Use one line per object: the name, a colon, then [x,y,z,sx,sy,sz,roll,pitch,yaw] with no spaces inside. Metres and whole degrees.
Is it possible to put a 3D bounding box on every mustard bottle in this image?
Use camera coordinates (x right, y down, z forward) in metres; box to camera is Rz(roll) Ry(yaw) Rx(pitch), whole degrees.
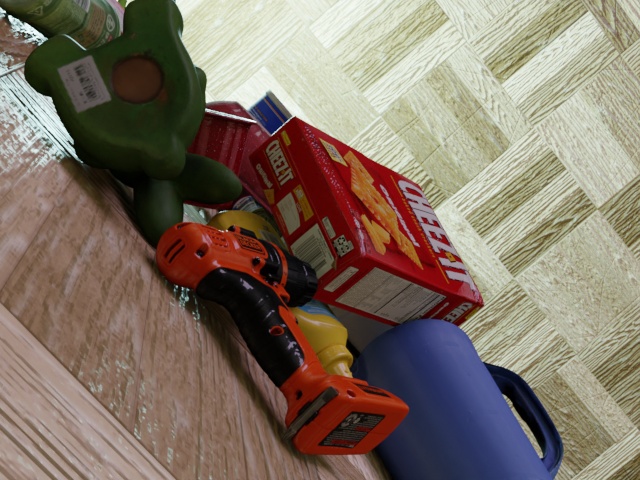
mustard bottle: [-0.029,0.058,0.931,0.192,0.058,0.096,52,14,31]

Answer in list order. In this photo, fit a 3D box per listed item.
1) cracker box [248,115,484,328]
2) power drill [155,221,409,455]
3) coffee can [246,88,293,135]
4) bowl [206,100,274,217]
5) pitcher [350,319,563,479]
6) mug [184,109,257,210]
cracker box: [0.047,-0.007,0.997,0.213,0.072,0.164,22,36,-49]
power drill: [-0.019,0.069,0.779,0.188,0.057,0.184,49,17,28]
coffee can: [-0.085,-0.110,1.368,0.103,0.140,0.103,49,4,-4]
bowl: [-0.075,-0.094,1.109,0.162,0.055,0.162,46,3,-4]
pitcher: [0.131,0.187,0.931,0.145,0.149,0.243,47,8,-37]
mug: [-0.105,-0.075,0.944,0.093,0.081,0.117,16,7,19]
